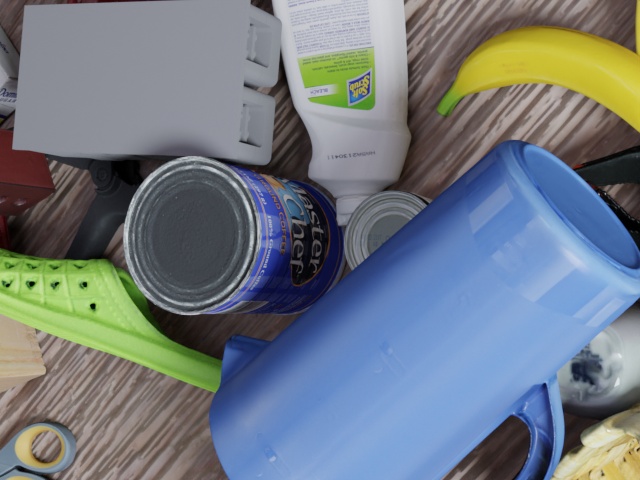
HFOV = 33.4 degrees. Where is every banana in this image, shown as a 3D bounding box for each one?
[{"bbox_3d":[0.162,-0.101,0.689,0.198,0.037,0.070,18,111,44],"label":"banana"}]

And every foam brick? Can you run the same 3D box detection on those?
[{"bbox_3d":[-0.260,-0.054,0.844,0.053,0.078,0.051,-26,75,29],"label":"foam brick"}]

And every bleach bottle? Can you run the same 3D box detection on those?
[{"bbox_3d":[0.011,-0.135,0.766,0.103,0.068,0.251,-5,87,25],"label":"bleach bottle"}]

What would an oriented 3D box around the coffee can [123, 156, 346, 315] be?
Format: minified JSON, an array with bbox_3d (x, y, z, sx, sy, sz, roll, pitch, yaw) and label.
[{"bbox_3d":[-0.055,0.001,0.743,0.103,0.140,0.103,-2,86,25],"label":"coffee can"}]

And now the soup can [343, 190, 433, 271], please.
[{"bbox_3d":[0.065,0.004,0.708,0.069,0.102,0.068,-2,86,24],"label":"soup can"}]

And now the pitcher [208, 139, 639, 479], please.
[{"bbox_3d":[0.065,0.069,0.600,0.243,0.149,0.145,-45,30,25],"label":"pitcher"}]

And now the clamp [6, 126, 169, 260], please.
[{"bbox_3d":[-0.172,-0.058,0.858,0.210,0.036,0.164,-31,75,24],"label":"clamp"}]

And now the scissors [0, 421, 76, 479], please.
[{"bbox_3d":[-0.281,0.177,0.905,0.202,0.016,0.096,22,94,24],"label":"scissors"}]
